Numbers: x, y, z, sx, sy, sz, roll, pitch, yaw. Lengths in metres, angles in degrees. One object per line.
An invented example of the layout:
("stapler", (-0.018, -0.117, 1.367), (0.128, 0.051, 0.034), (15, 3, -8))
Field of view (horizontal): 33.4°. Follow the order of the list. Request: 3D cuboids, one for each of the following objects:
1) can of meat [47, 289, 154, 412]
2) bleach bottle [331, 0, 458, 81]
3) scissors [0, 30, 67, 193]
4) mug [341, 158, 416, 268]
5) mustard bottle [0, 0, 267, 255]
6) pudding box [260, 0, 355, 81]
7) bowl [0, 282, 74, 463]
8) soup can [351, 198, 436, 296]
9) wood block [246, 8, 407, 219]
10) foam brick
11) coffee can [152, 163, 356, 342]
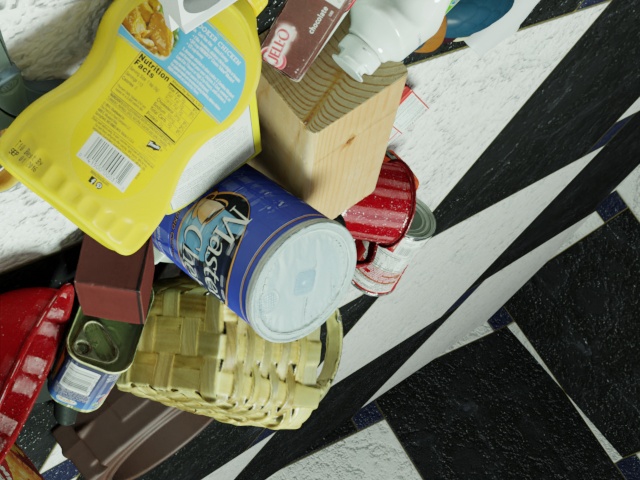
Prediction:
("can of meat", (-0.191, 0.086, 0.913), (0.084, 0.057, 0.102), (-51, -160, 46))
("bleach bottle", (0.100, -0.212, 0.723), (0.251, 0.068, 0.102), (-49, 169, -1))
("scissors", (-0.161, -0.093, 0.596), (0.096, 0.016, 0.202), (-32, 164, -34))
("mug", (0.036, -0.030, 1.074), (0.081, 0.117, 0.093), (7, -178, -28))
("mustard bottle", (-0.090, -0.093, 0.610), (0.191, 0.096, 0.058), (-54, -157, -10))
("pudding box", (0.008, -0.169, 0.687), (0.114, 0.039, 0.090), (-50, -169, 41))
("bowl", (-0.244, 0.097, 0.803), (0.162, 0.055, 0.162), (-159, -88, -87))
("soup can", (0.074, 0.005, 1.161), (0.068, 0.068, 0.102), (-27, 157, -42))
("wood block", (-0.004, -0.091, 0.854), (0.090, 0.090, 0.206), (-35, 165, -16))
("foam brick", (-0.162, 0.027, 0.848), (0.078, 0.051, 0.053), (105, -7, -65))
("coffee can", (-0.055, 0.001, 0.834), (0.102, 0.140, 0.103), (-26, 133, -32))
